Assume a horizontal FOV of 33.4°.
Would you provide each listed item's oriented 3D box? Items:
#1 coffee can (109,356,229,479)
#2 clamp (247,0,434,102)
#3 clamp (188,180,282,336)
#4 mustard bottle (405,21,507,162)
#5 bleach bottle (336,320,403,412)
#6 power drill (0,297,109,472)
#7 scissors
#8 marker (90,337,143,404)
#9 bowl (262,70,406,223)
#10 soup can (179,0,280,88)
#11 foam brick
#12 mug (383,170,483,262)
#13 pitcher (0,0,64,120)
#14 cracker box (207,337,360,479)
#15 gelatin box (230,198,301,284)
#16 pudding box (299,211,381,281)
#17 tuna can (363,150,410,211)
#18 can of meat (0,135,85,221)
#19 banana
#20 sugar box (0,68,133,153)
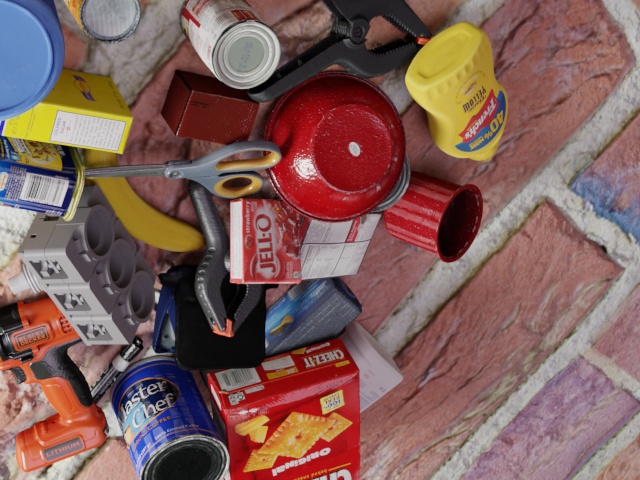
[{"bbox_3d":[-0.173,0.214,1.212,0.102,0.140,0.103,-13,127,-18],"label":"coffee can"},{"bbox_3d":[0.026,-0.223,1.071,0.209,0.036,0.165,-7,114,-31],"label":"clamp"},{"bbox_3d":[-0.102,0.013,1.140,0.120,0.039,0.171,18,80,-24],"label":"clamp"},{"bbox_3d":[0.159,-0.145,1.169,0.096,0.058,0.191,-45,144,-8],"label":"mustard bottle"},{"bbox_3d":[-0.021,0.215,1.341,0.251,0.068,0.102,-39,130,6],"label":"bleach bottle"},{"bbox_3d":[-0.317,0.156,1.144,0.184,0.057,0.187,-18,121,-11],"label":"power drill"},{"bbox_3d":[-0.138,-0.062,1.078,0.201,0.016,0.096,-11,150,-7],"label":"scissors"},{"bbox_3d":[-0.243,0.157,1.218,0.020,0.020,0.121,32,104,-38],"label":"marker"},{"bbox_3d":[0.024,-0.096,1.110,0.162,0.055,0.162,-2,97,-18],"label":"bowl"},{"bbox_3d":[-0.085,-0.193,1.000,0.068,0.102,0.068,-13,126,-18],"label":"soup can"},{"bbox_3d":[-0.109,-0.131,1.064,0.078,0.051,0.053,9,117,-31],"label":"foam brick"},{"bbox_3d":[0.134,-0.035,1.223,0.117,0.082,0.093,-28,129,-42],"label":"mug"},{"bbox_3d":[-0.265,-0.184,0.825,0.149,0.243,0.145,6,121,-29],"label":"pitcher"},{"bbox_3d":[-0.038,0.232,1.257,0.164,0.072,0.214,-14,128,-16],"label":"cracker box"},{"bbox_3d":[-0.057,0.002,1.127,0.073,0.030,0.089,1,87,-34],"label":"gelatin box"},{"bbox_3d":[0.007,-0.002,1.204,0.113,0.039,0.090,-3,125,-41],"label":"pudding box"},{"bbox_3d":[0.053,-0.075,1.173,0.086,0.034,0.086,-2,98,-13],"label":"tuna can"},{"bbox_3d":[-0.274,-0.068,0.995,0.083,0.102,0.057,11,117,-30],"label":"can of meat"},{"bbox_3d":[-0.188,-0.042,1.096,0.069,0.037,0.197,-32,130,-1],"label":"banana"},{"bbox_3d":[-0.266,-0.128,0.961,0.175,0.093,0.048,9,117,-31],"label":"sugar box"}]
